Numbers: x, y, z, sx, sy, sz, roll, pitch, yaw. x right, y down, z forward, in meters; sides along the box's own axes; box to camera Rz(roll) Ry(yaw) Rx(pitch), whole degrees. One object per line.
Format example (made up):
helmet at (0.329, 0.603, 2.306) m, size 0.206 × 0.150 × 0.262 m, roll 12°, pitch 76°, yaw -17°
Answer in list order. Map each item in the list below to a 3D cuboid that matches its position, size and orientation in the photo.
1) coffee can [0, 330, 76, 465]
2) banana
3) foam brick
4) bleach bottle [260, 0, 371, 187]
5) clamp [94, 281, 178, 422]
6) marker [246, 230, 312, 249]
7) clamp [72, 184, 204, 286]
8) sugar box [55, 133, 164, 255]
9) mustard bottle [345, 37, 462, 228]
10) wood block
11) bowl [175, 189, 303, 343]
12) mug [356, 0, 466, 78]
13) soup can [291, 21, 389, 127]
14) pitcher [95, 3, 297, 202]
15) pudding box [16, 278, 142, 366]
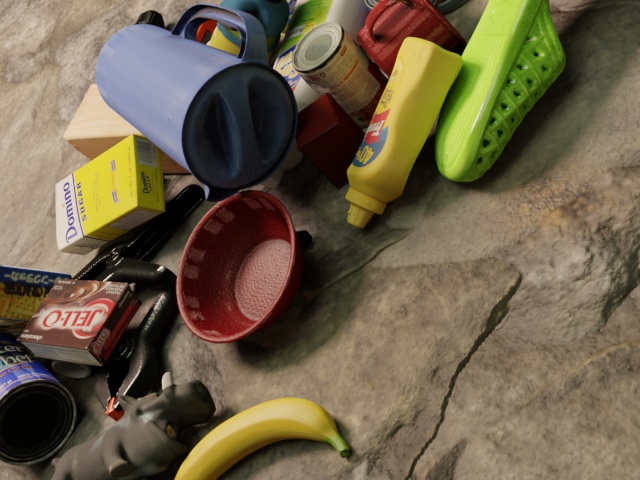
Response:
coffee can at (-0.349, 0.174, 1.196) m, size 0.103 × 0.102 × 0.140 m, roll -54°, pitch 41°, yaw -6°
banana at (-0.062, 0.186, 0.982) m, size 0.198 × 0.037 × 0.069 m, roll -23°, pitch 45°, yaw 27°
foam brick at (0.013, -0.103, 1.113) m, size 0.051 × 0.078 × 0.053 m, roll -31°, pitch 43°, yaw 17°
bleach bottle at (-0.016, -0.175, 1.208) m, size 0.103 × 0.068 × 0.250 m, roll -6°, pitch 57°, yaw 46°
clamp at (-0.198, 0.117, 1.157) m, size 0.120 × 0.039 × 0.171 m, roll -35°, pitch 39°, yaw 23°
marker at (-0.057, 0.001, 1.138) m, size 0.121 × 0.020 × 0.020 m, roll -4°, pitch 57°, yaw 39°
clamp at (-0.225, 0.031, 1.237) m, size 0.210 × 0.036 × 0.164 m, roll -31°, pitch 28°, yaw 22°
sugar box at (-0.255, -0.052, 1.274) m, size 0.177 × 0.048 × 0.093 m, roll -23°, pitch 65°, yaw 40°
mustard bottle at (0.073, -0.102, 1.049) m, size 0.192 × 0.058 × 0.096 m, roll -66°, pitch 15°, yaw 8°
wood block at (-0.213, -0.142, 1.335) m, size 0.207 × 0.090 × 0.090 m, roll 3°, pitch 61°, yaw 42°
bowl at (-0.071, 0.032, 1.084) m, size 0.162 × 0.055 × 0.162 m, roll -18°, pitch 61°, yaw 35°
mug at (0.087, -0.216, 1.112) m, size 0.081 × 0.117 × 0.093 m, roll -42°, pitch 60°, yaw 14°
soup can at (0.024, -0.176, 1.141) m, size 0.069 × 0.102 × 0.068 m, roll -24°, pitch 46°, yaw 27°
pitcher at (-0.138, -0.161, 1.125) m, size 0.149 × 0.145 × 0.243 m, roll -42°, pitch 41°, yaw -13°
pudding box at (-0.264, 0.089, 1.171) m, size 0.114 × 0.039 × 0.090 m, roll 0°, pitch 47°, yaw 35°
